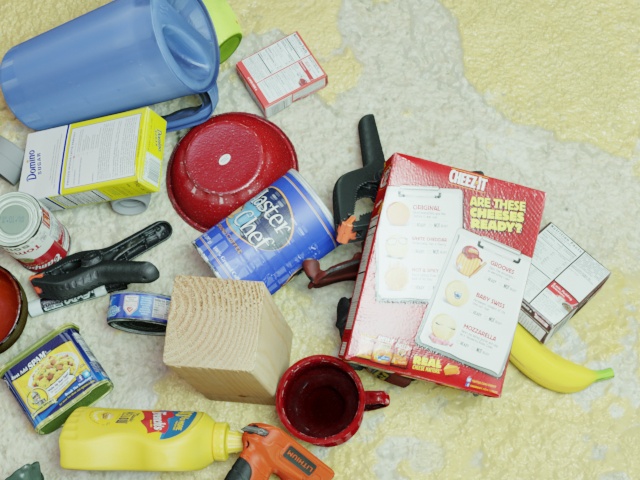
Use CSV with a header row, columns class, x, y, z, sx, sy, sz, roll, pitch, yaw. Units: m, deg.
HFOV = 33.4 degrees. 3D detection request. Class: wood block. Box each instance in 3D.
class,x,y,z,sx,sy,sz,roll,pitch,yaw
wood block,-0.090,0.109,1.102,0.091,0.206,0.090,4,72,7

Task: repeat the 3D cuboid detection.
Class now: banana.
class,x,y,z,sx,sy,sz,roll,pitch,yaw
banana,0.222,0.102,1.162,0.198,0.037,0.069,44,60,15

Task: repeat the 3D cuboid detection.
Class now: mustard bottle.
class,x,y,z,sx,sy,sz,roll,pitch,yaw
mustard bottle,-0.173,0.212,1.137,0.191,0.096,0.058,1,101,6

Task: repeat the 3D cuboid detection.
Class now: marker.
class,x,y,z,sx,sy,sz,roll,pitch,yaw
marker,-0.279,0.063,1.237,0.121,0.020,0.020,-17,71,1

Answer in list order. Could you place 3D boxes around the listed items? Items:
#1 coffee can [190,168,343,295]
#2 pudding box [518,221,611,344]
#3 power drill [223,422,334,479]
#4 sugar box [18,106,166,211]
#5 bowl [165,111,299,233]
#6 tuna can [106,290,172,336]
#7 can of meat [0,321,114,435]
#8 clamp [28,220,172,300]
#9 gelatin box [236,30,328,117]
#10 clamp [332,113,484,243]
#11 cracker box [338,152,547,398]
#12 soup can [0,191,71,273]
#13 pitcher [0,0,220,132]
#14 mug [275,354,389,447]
class,x,y,z,sx,sy,sz,roll,pitch,yaw
coffee can,-0.058,0.001,1.188,0.140,0.103,0.103,-36,72,-6
pudding box,0.246,0.044,1.157,0.090,0.039,0.113,43,57,18
power drill,-0.063,0.296,1.088,0.184,0.057,0.187,44,64,-25
sugar box,-0.265,-0.090,1.234,0.176,0.048,0.093,-9,66,28
bowl,-0.108,-0.087,1.248,0.162,0.055,0.162,-2,72,6
tuna can,-0.194,0.082,1.186,0.086,0.086,0.034,4,74,7
can of meat,-0.293,0.155,1.189,0.102,0.057,0.084,-36,74,-5
clamp,-0.248,0.034,1.206,0.171,0.120,0.039,-23,110,2
gelatin box,-0.046,-0.200,1.289,0.089,0.030,0.073,-29,71,-10
clamp,0.084,-0.056,1.181,0.164,0.036,0.209,24,42,10
cracker box,0.122,0.037,1.083,0.164,0.072,0.213,14,83,-6
soup can,-0.334,-0.009,1.223,0.068,0.102,0.068,-2,72,5
pitcher,-0.243,-0.197,1.238,0.243,0.144,0.149,-13,81,26
mug,0.016,0.173,1.135,0.117,0.081,0.093,-8,71,4
